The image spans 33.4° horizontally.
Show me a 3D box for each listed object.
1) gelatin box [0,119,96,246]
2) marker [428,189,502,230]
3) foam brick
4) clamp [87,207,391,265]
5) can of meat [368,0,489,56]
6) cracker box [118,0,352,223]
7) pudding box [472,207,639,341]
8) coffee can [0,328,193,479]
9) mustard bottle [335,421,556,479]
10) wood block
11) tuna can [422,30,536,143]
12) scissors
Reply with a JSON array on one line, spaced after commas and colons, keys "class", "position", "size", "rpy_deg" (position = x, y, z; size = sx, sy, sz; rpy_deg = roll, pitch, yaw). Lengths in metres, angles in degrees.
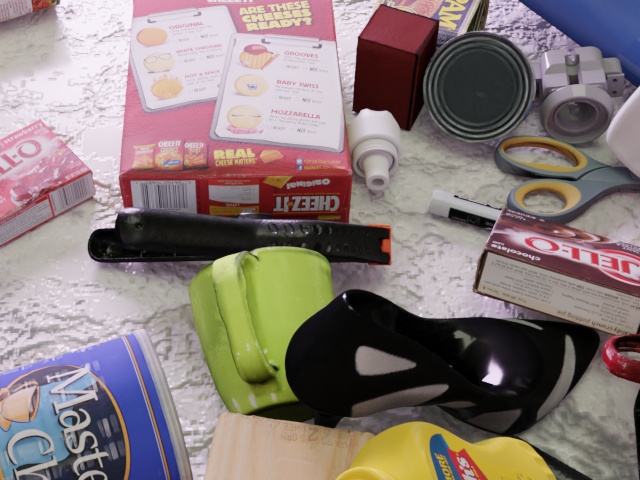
[{"class": "gelatin box", "position": [-0.225, -0.044, 0.794], "size": [0.089, 0.030, 0.073], "rpy_deg": [-32, 57, -26]}, {"class": "marker", "position": [0.140, -0.013, 0.786], "size": [0.121, 0.020, 0.020], "rpy_deg": [17, 51, 13]}, {"class": "foam brick", "position": [0.060, -0.139, 0.855], "size": [0.051, 0.078, 0.053], "rpy_deg": [18, 49, 14]}, {"class": "clamp", "position": [-0.055, 0.001, 0.725], "size": [0.209, 0.165, 0.036], "rpy_deg": [2, 86, -25]}, {"class": "can of meat", "position": [0.091, -0.184, 0.909], "size": [0.084, 0.057, 0.102], "rpy_deg": [15, 50, 14]}, {"class": "cracker box", "position": [-0.065, -0.102, 0.824], "size": [0.164, 0.072, 0.213], "rpy_deg": [-2, 48, -4]}, {"class": "pudding box", "position": [0.167, 0.021, 0.724], "size": [0.113, 0.039, 0.090], "rpy_deg": [15, 22, 13]}, {"class": "coffee can", "position": [-0.154, 0.119, 0.608], "size": [0.140, 0.103, 0.103], "rpy_deg": [-16, 52, -15]}, {"class": "mustard bottle", "position": [0.063, 0.143, 0.546], "size": [0.058, 0.191, 0.096], "rpy_deg": [-26, 61, 31]}, {"class": "wood block", "position": [-0.028, 0.204, 0.547], "size": [0.090, 0.091, 0.206], "rpy_deg": [7, 50, 4]}, {"class": "tuna can", "position": [0.125, -0.120, 0.836], "size": [0.086, 0.086, 0.033], "rpy_deg": [18, 12, 13]}, {"class": "scissors", "position": [0.228, -0.034, 0.811], "size": [0.202, 0.016, 0.096], "rpy_deg": [15, 52, 11]}]
